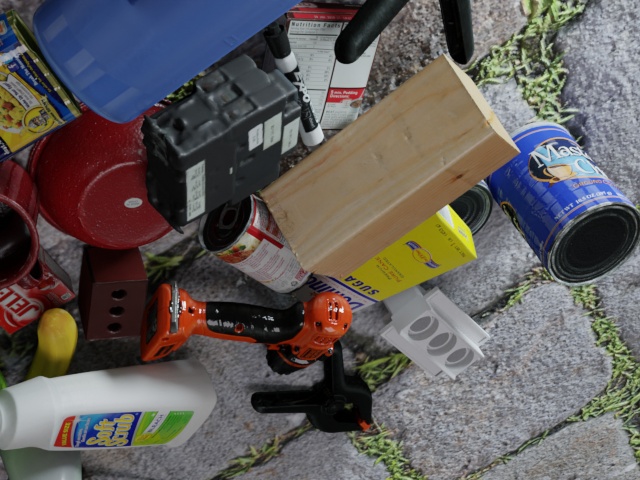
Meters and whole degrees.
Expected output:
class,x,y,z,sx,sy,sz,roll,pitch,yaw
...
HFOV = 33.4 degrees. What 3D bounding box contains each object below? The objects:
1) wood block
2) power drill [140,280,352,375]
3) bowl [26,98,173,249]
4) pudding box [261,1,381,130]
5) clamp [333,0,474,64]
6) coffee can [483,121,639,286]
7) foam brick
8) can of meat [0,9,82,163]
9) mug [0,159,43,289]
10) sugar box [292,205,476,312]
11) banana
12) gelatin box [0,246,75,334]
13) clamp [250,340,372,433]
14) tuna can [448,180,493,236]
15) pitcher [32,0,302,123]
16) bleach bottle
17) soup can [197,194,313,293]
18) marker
class,x,y,z,sx,sy,sz,roll,pitch,yaw
wood block,0.062,-0.061,0.961,0.206,0.090,0.090,-36,160,16
power drill,-0.080,0.091,1.055,0.187,0.057,0.185,4,156,-18
bowl,-0.169,-0.046,0.925,0.162,0.055,0.162,-13,133,-15
pudding box,-0.003,-0.150,0.923,0.089,0.039,0.114,-1,127,-22
clamp,0.089,-0.234,0.868,0.164,0.036,0.210,-17,130,-40
coffee can,0.238,-0.038,1.060,0.102,0.140,0.103,-13,133,-14
foam brick,-0.195,0.049,0.995,0.052,0.051,0.078,-4,133,-22
can of meat,-0.247,-0.117,0.827,0.084,0.057,0.102,-31,135,0
mug,-0.267,-0.010,0.877,0.093,0.081,0.117,-32,119,10
sugar box,0.055,0.017,1.059,0.176,0.048,0.093,-28,136,20
banana,-0.261,0.119,1.015,0.037,0.069,0.198,28,129,-3
gelatin box,-0.276,0.037,0.964,0.073,0.030,0.089,-30,134,2
clamp,0.013,0.169,1.208,0.120,0.039,0.171,-41,139,19
tuna can,0.132,-0.036,1.087,0.086,0.034,0.086,-13,133,-14
pitcher,-0.093,-0.198,0.774,0.243,0.145,0.149,-36,122,12
bleach bottle,-0.223,0.166,1.024,0.250,0.068,0.103,1,140,-46
soup can,-0.057,0.001,1.009,0.068,0.068,0.102,-43,133,14
marker,-0.022,-0.130,0.890,0.020,0.020,0.121,-24,132,-4
